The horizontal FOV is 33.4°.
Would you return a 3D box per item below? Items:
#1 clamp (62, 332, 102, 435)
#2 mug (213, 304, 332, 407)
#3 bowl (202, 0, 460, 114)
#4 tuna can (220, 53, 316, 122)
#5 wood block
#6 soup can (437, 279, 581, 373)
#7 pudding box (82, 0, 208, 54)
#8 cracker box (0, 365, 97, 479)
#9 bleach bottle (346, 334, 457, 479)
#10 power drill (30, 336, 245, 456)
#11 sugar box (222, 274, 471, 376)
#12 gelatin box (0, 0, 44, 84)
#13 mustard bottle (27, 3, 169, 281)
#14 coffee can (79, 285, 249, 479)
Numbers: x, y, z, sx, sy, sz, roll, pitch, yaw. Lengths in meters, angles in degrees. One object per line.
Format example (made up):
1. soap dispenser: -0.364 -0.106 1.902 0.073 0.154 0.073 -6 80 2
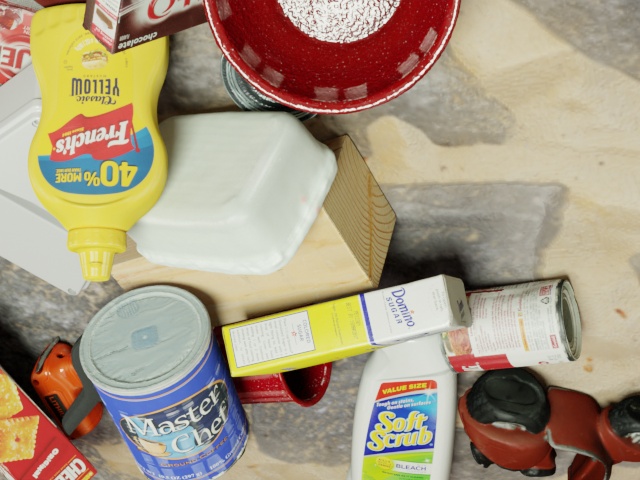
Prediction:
1. clamp: -0.182 0.140 0.990 0.120 0.039 0.172 16 131 4
2. mug: -0.041 0.106 0.962 0.082 0.093 0.117 -8 163 30
3. bowl: 0.009 -0.164 0.675 0.162 0.055 0.162 2 110 6
4. tuna can: -0.029 -0.127 0.780 0.086 0.033 0.086 9 132 10
5. wood block: -0.055 0.001 0.863 0.206 0.090 0.090 -15 125 28
6. soup can: 0.154 0.070 0.869 0.102 0.068 0.068 -9 127 25
7. pudding box: -0.098 -0.181 0.704 0.039 0.113 0.090 43 138 23
8. cracker box: -0.337 0.160 1.059 0.164 0.072 0.213 17 145 55
9. bleach bottle: 0.072 0.142 0.965 0.103 0.068 0.251 7 129 12
10. power drill: -0.178 0.155 1.064 0.188 0.057 0.184 -8 123 21
11. sugar box: 0.023 0.068 0.827 0.176 0.093 0.048 -12 82 16
12. gelatin box: -0.250 -0.158 0.810 0.089 0.030 0.073 16 130 -21
13. mustard bottle: -0.155 -0.067 0.749 0.096 0.191 0.058 0 171 -4
14. coffee can: -0.122 0.119 0.858 0.103 0.102 0.140 3 138 16
